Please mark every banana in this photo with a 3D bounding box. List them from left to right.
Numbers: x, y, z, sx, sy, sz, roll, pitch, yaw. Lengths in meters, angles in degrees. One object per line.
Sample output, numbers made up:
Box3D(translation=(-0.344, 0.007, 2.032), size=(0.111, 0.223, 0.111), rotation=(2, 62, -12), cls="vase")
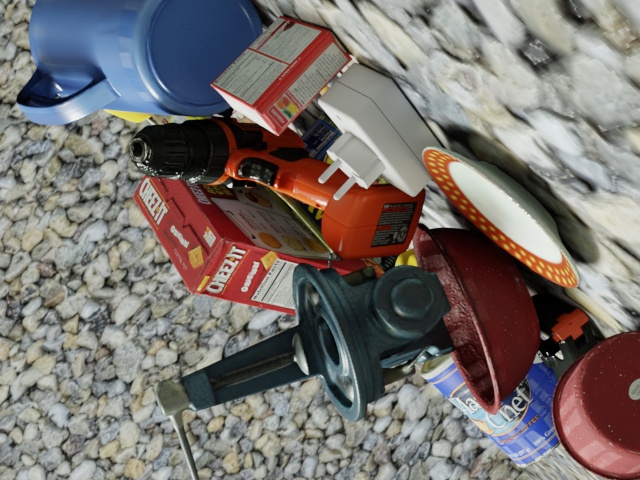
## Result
Box3D(translation=(-0.199, -0.146, 1.087), size=(0.069, 0.037, 0.198), rotation=(27, -176, -2), cls="banana")

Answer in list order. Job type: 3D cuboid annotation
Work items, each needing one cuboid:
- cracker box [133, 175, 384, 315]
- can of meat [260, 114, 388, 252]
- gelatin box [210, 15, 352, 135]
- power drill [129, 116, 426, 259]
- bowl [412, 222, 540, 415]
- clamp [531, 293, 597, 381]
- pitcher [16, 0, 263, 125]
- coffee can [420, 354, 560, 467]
Box3D(translation=(-0.057, 0.001, 1.045), size=(0.213, 0.072, 0.164), rotation=(15, -155, -39), cls="cracker box")
Box3D(translation=(0.005, -0.052, 0.972), size=(0.058, 0.084, 0.102), rotation=(39, 174, 45), cls="can of meat")
Box3D(translation=(-0.028, -0.116, 0.738), size=(0.030, 0.073, 0.089), rotation=(46, 175, -30), cls="gelatin box")
Box3D(translation=(-0.028, -0.046, 0.816), size=(0.188, 0.057, 0.184), rotation=(28, -159, 32), cls="power drill")
Box3D(translation=(0.128, 0.052, 0.838), size=(0.162, 0.055, 0.162), rotation=(159, 90, -85), cls="bowl")
Box3D(translation=(0.199, 0.092, 0.879), size=(0.120, 0.039, 0.171), rotation=(45, 176, 5), cls="clamp")
Box3D(translation=(-0.153, -0.159, 0.885), size=(0.144, 0.149, 0.243), rotation=(4, -172, -31), cls="pitcher")
Box3D(translation=(0.188, 0.148, 1.101), size=(0.140, 0.103, 0.103), rotation=(43, 176, -2), cls="coffee can")
